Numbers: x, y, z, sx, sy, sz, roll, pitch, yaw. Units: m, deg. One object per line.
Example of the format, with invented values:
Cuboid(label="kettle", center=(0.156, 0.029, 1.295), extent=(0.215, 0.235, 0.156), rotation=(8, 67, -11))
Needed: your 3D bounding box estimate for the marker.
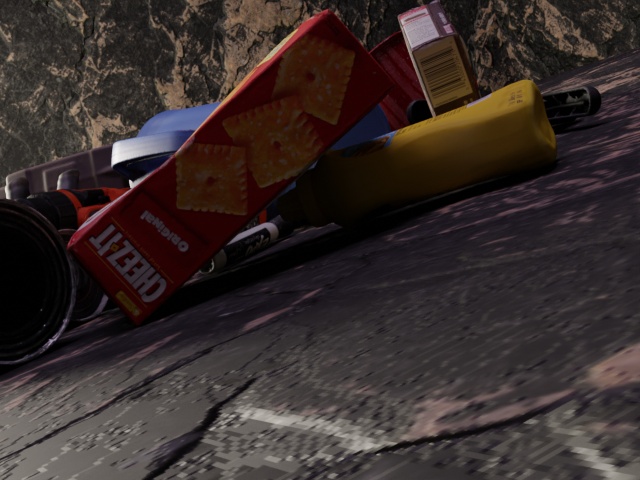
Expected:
Cuboid(label="marker", center=(-0.055, 0.001, 0.828), extent=(0.020, 0.020, 0.120), rotation=(-16, 6, 33))

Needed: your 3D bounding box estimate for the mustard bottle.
Cuboid(label="mustard bottle", center=(0.059, -0.050, 0.718), extent=(0.192, 0.058, 0.096), rotation=(-18, 7, 18))

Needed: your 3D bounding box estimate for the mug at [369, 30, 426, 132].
Cuboid(label="mug", center=(0.087, -0.147, 1.027), extent=(0.117, 0.081, 0.093), rotation=(-35, -10, -29))

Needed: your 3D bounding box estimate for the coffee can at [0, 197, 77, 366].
Cuboid(label="coffee can", center=(-0.238, 0.036, 0.687), extent=(0.141, 0.103, 0.102), rotation=(-14, 8, 45))

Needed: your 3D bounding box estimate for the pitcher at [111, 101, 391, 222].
Cuboid(label="pitcher", center=(-0.062, -0.073, 0.967), extent=(0.243, 0.145, 0.149), rotation=(-7, 32, 45))

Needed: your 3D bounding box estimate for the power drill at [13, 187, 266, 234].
Cuboid(label="power drill", center=(-0.153, -0.019, 0.869), extent=(0.188, 0.057, 0.184), rotation=(1, 8, 29))

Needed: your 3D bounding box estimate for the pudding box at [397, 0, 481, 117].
Cuboid(label="pudding box", center=(0.097, -0.113, 0.803), extent=(0.039, 0.113, 0.090), rotation=(-19, 27, 6))

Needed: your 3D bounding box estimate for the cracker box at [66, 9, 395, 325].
Cuboid(label="cracker box", center=(-0.066, -0.048, 0.705), extent=(0.213, 0.072, 0.164), rotation=(-42, 8, -7))

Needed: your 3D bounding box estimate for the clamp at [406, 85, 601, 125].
Cuboid(label="clamp", center=(0.192, -0.119, 0.975), extent=(0.165, 0.036, 0.209), rotation=(0, 5, 29))
